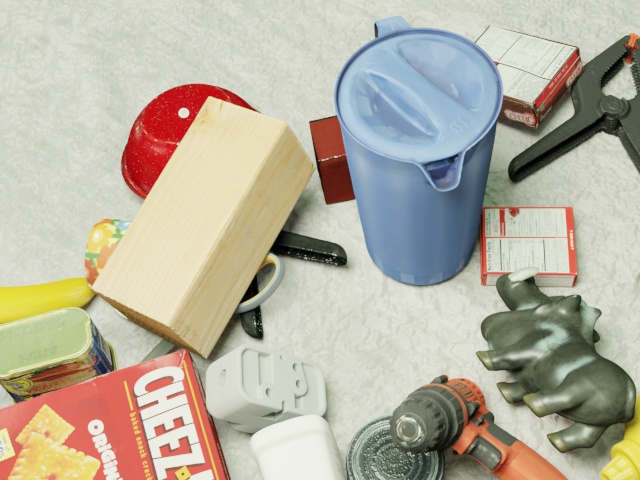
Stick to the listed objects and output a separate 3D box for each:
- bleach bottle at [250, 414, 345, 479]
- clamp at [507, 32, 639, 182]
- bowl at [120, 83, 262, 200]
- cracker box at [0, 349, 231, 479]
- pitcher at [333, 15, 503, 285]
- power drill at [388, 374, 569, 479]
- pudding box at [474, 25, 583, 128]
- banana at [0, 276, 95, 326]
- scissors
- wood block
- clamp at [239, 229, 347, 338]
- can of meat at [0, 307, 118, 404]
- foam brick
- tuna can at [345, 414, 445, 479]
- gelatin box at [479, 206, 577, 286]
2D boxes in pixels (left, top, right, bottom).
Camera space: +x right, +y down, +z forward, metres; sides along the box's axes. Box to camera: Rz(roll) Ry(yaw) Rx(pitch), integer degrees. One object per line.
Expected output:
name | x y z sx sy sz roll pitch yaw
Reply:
bleach bottle | 0.010 0.271 0.835 0.068 0.102 0.251 -18 59 2
clamp | 0.300 -0.118 1.066 0.165 0.036 0.209 21 64 18
bowl | -0.129 -0.109 1.077 0.162 0.055 0.162 -6 47 6
cracker box | -0.190 0.205 0.912 0.213 0.072 0.164 -18 61 -5
pitcher | 0.085 -0.069 0.942 0.145 0.243 0.149 25 65 18
power drill | 0.146 0.180 0.843 0.188 0.184 0.057 40 103 17
pudding box | 0.197 -0.169 1.091 0.114 0.039 0.090 26 64 36
banana | -0.290 0.051 0.971 0.197 0.037 0.070 5 38 -32
scissors | -0.127 0.060 0.999 0.202 0.016 0.096 -31 60 5
wood block | -0.101 -0.012 0.961 0.091 0.090 0.206 21 73 28
clamp | -0.057 0.001 1.033 0.120 0.039 0.171 -30 62 -9
can of meat | -0.243 0.107 0.967 0.102 0.084 0.057 -15 60 -3
foam brick | 0.021 -0.081 1.052 0.051 0.078 0.053 -14 58 -2
tuna can | 0.064 0.194 0.914 0.086 0.034 0.086 -3 60 4
gelatin box | 0.195 0.006 1.011 0.089 0.030 0.073 0 62 6
